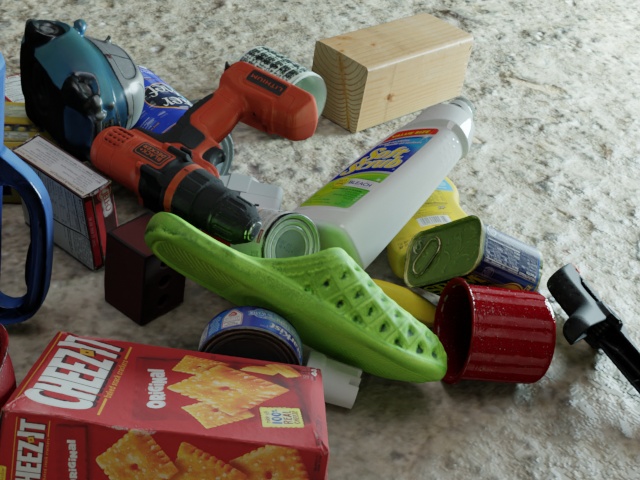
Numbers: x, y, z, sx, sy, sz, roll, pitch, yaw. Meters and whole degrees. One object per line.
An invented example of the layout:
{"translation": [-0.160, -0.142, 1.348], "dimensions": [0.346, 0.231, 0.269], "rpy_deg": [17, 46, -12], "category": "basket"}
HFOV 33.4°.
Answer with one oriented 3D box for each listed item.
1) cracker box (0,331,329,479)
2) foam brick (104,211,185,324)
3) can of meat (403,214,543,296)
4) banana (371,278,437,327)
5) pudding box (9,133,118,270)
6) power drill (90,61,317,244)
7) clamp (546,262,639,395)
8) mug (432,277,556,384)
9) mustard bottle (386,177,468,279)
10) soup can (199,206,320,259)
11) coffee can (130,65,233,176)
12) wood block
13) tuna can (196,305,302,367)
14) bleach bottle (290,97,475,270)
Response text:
{"translation": [-0.103, 0.130, 0.761], "dimensions": [0.213, 0.072, 0.164], "rpy_deg": [9, 12, -3], "category": "cracker box"}
{"translation": [-0.155, 0.025, 0.944], "dimensions": [0.051, 0.078, 0.052], "rpy_deg": [31, 41, 27], "category": "foam brick"}
{"translation": [0.142, 0.024, 0.987], "dimensions": [0.083, 0.102, 0.057], "rpy_deg": [22, 65, -31], "category": "can of meat"}
{"translation": [0.015, 0.064, 0.972], "dimensions": [0.197, 0.037, 0.069], "rpy_deg": [-9, 66, -22], "category": "banana"}
{"translation": [-0.237, -0.036, 0.998], "dimensions": [0.114, 0.090, 0.039], "rpy_deg": [30, 47, 29], "category": "pudding box"}
{"translation": [-0.086, -0.084, 0.975], "dimensions": [0.185, 0.057, 0.187], "rpy_deg": [30, 48, 23], "category": "power drill"}
{"translation": [0.246, 0.074, 0.962], "dimensions": [0.164, 0.036, 0.210], "rpy_deg": [38, 16, -28], "category": "clamp"}
{"translation": [0.149, 0.080, 0.942], "dimensions": [0.081, 0.093, 0.117], "rpy_deg": [6, 10, -14], "category": "mug"}
{"translation": [0.100, -0.033, 1.113], "dimensions": [0.096, 0.058, 0.192], "rpy_deg": [-8, 36, -9], "category": "mustard bottle"}
{"translation": [-0.056, 0.001, 0.982], "dimensions": [0.068, 0.068, 0.102], "rpy_deg": [-19, 20, -37], "category": "soup can"}
{"translation": [-0.171, -0.108, 1.114], "dimensions": [0.102, 0.103, 0.140], "rpy_deg": [-18, 43, -36], "category": "coffee can"}
{"translation": [0.091, -0.217, 1.356], "dimensions": [0.205, 0.091, 0.090], "rpy_deg": [-23, 46, -40], "category": "wood block"}
{"translation": [-0.057, 0.095, 0.858], "dimensions": [0.086, 0.086, 0.033], "rpy_deg": [9, 32, -2], "category": "tuna can"}
{"translation": [0.071, -0.066, 1.065], "dimensions": [0.103, 0.068, 0.250], "rpy_deg": [6, 41, 44], "category": "bleach bottle"}
